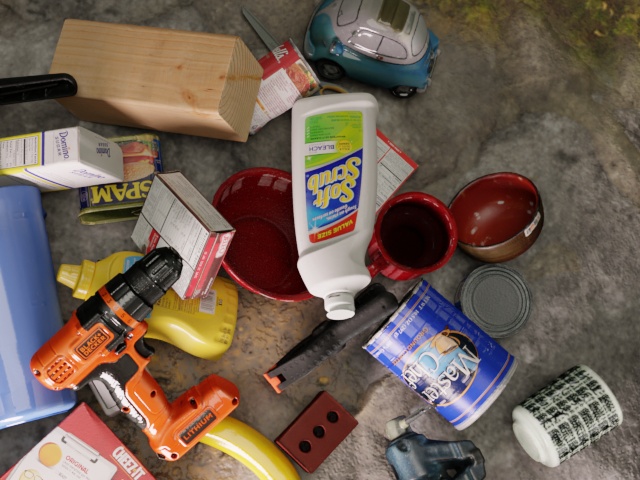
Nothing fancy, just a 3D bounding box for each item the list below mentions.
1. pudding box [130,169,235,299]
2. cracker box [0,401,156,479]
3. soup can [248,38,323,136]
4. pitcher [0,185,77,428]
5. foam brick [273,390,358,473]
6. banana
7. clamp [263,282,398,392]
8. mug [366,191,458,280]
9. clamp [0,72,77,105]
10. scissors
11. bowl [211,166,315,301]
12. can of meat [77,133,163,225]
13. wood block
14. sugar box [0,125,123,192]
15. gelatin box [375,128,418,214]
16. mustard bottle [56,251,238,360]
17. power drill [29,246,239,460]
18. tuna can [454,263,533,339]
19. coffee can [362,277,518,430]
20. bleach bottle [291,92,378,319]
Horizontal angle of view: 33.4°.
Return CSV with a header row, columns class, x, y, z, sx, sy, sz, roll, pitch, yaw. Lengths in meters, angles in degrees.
class,x,y,z,sx,sy,sz,roll,pitch,yaw
pudding box,-0.146,-0.007,1.122,0.039,0.090,0.114,-6,42,-47
cracker box,-0.269,0.300,1.103,0.213,0.072,0.164,-43,88,-14
soup can,-0.057,-0.173,1.214,0.102,0.068,0.068,-34,85,4
pitcher,-0.340,0.072,1.106,0.149,0.145,0.243,-14,84,-11
foam brick,-0.005,0.209,1.165,0.053,0.051,0.078,43,77,2
banana,-0.080,0.240,1.157,0.198,0.037,0.069,45,76,3
clamp,0.015,0.102,1.177,0.171,0.120,0.039,-35,88,8
mug,0.091,0.007,1.201,0.117,0.081,0.093,-42,87,-15
clamp,-0.364,-0.155,1.138,0.164,0.036,0.210,-34,43,-20
scissors,-0.039,-0.182,1.257,0.202,0.016,0.096,37,77,1
bowl,-0.058,0.001,1.181,0.161,0.055,0.162,14,60,-24
can of meat,-0.222,-0.068,1.190,0.102,0.057,0.084,-7,78,-9
wood block,-0.180,-0.175,1.162,0.206,0.090,0.090,9,77,18
sugar box,-0.307,-0.080,1.128,0.176,0.093,0.048,-9,78,17
gelatin box,0.058,-0.077,1.241,0.073,0.030,0.089,41,76,0
mustard bottle,-0.186,0.061,1.138,0.191,0.058,0.096,18,48,-19
power drill,-0.168,0.119,1.080,0.184,0.057,0.187,-41,114,0
tuna can,0.199,0.071,1.228,0.086,0.034,0.086,1,79,-7
coffee can,0.131,0.124,1.174,0.140,0.103,0.102,41,77,2
bleach bottle,0.022,-0.037,1.159,0.102,0.068,0.251,-4,65,2
